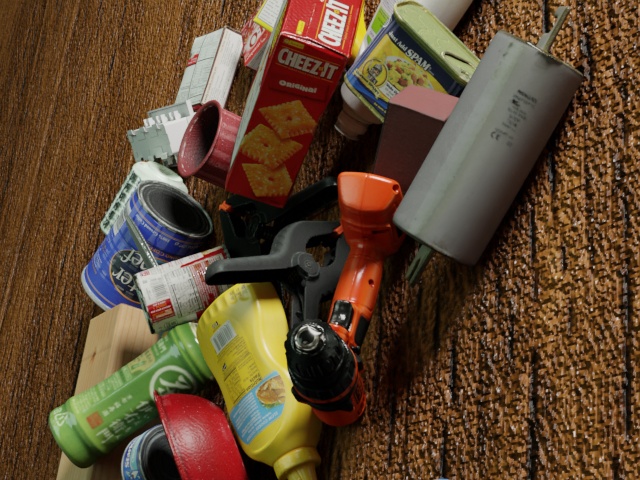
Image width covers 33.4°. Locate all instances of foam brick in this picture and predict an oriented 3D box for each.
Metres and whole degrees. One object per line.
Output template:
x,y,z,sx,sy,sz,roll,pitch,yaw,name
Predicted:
0.080,-0.082,0.883,0.052,0.051,0.078,-40,-32,-54,foam brick

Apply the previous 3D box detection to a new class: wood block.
-0.222,0.188,1.197,0.091,0.090,0.206,-26,50,50,wood block

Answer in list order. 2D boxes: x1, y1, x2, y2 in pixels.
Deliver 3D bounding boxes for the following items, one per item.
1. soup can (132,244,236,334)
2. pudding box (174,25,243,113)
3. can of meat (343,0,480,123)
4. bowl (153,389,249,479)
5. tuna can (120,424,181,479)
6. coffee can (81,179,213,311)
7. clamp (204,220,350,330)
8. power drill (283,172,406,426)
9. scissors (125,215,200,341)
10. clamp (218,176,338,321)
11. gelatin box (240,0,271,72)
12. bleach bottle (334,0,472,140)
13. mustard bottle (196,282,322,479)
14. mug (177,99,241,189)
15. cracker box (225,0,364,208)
-0.139,0.052,1.119,0.068,0.102,0.068,162,90,-79,soup can
-0.145,-0.216,1.390,0.090,0.039,0.113,0,73,58,pudding box
0.082,-0.142,0.923,0.084,0.102,0.057,-49,-9,33,can of meat
-0.101,0.204,0.979,0.162,0.055,0.162,160,90,-81,bowl
-0.153,0.227,1.065,0.034,0.086,0.086,-36,42,40,tuna can
-0.208,0.013,1.275,0.140,0.102,0.103,-53,33,23,coffee can
-0.029,0.027,0.954,0.039,0.120,0.171,-37,15,38,clamp
0.020,0.043,0.854,0.184,0.057,0.187,74,-149,-66,power drill
-0.180,0.071,1.191,0.202,0.016,0.096,47,121,27,scissors
-0.057,0.001,1.108,0.210,0.036,0.164,18,87,59,clamp
-0.060,-0.257,1.289,0.089,0.030,0.073,-45,37,34,gelatin box
0.085,-0.208,0.996,0.251,0.068,0.102,-58,26,22,bleach bottle
-0.046,0.137,0.948,0.096,0.058,0.192,-45,57,34,mustard bottle
-0.109,-0.102,1.214,0.117,0.081,0.093,18,86,60,mug
-0.022,-0.161,1.021,0.214,0.072,0.164,118,167,-49,cracker box
